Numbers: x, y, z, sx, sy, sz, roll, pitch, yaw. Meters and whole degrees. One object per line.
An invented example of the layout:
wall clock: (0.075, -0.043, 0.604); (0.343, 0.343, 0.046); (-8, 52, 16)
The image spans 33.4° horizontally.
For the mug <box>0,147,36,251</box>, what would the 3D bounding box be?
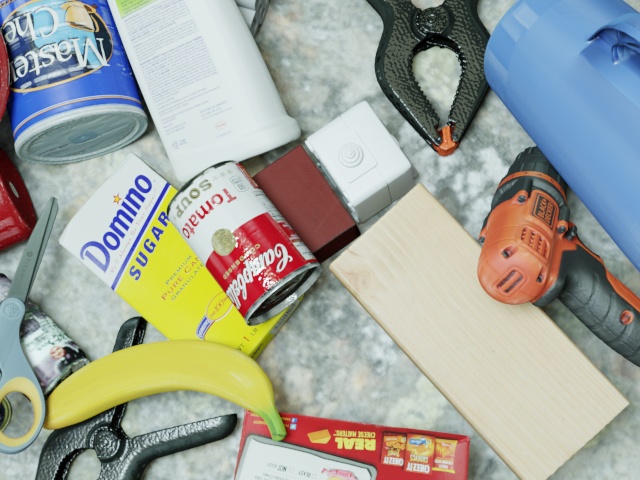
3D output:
mug: (-0.278, -0.036, 0.832); (0.081, 0.093, 0.117); (-23, 73, -2)

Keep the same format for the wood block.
wood block: (0.110, 0.070, 0.768); (0.091, 0.090, 0.206); (-43, 79, -1)

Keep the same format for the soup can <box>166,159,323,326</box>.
soup can: (-0.055, 0.001, 0.765); (0.068, 0.068, 0.102); (-38, 76, 0)

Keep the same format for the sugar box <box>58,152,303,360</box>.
sugar box: (-0.108, 0.022, 0.823); (0.176, 0.048, 0.093); (39, 87, 9)

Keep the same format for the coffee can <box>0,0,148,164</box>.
coffee can: (-0.201, -0.143, 0.829); (0.103, 0.103, 0.140); (-18, 80, 4)

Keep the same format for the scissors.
scissors: (-0.216, 0.069, 0.789); (0.096, 0.016, 0.201); (34, 65, -5)

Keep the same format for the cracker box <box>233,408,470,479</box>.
cracker box: (0.012, 0.235, 0.738); (0.164, 0.072, 0.213); (6, 66, 6)

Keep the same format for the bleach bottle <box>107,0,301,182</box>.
bleach bottle: (-0.107, -0.176, 0.802); (0.103, 0.068, 0.251); (-18, 96, 25)

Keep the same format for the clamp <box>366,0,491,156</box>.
clamp: (0.076, -0.170, 0.833); (0.164, 0.036, 0.210); (0, 82, 6)

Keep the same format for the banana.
banana: (-0.115, 0.104, 0.770); (0.198, 0.037, 0.069); (-2, 58, 21)

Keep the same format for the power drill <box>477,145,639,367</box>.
power drill: (0.197, 0.023, 0.750); (0.187, 0.184, 0.057); (36, 125, -3)

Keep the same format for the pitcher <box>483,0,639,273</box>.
pitcher: (0.215, -0.080, 0.714); (0.243, 0.144, 0.149); (56, 130, 36)

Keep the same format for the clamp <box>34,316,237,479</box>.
clamp: (-0.148, 0.156, 0.811); (0.120, 0.039, 0.171); (34, 87, 20)

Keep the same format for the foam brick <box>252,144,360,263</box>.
foam brick: (-0.012, -0.025, 0.815); (0.051, 0.053, 0.078); (-34, 79, 1)
